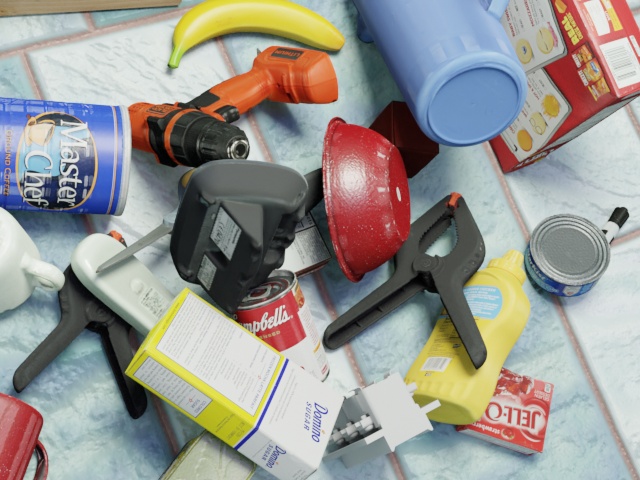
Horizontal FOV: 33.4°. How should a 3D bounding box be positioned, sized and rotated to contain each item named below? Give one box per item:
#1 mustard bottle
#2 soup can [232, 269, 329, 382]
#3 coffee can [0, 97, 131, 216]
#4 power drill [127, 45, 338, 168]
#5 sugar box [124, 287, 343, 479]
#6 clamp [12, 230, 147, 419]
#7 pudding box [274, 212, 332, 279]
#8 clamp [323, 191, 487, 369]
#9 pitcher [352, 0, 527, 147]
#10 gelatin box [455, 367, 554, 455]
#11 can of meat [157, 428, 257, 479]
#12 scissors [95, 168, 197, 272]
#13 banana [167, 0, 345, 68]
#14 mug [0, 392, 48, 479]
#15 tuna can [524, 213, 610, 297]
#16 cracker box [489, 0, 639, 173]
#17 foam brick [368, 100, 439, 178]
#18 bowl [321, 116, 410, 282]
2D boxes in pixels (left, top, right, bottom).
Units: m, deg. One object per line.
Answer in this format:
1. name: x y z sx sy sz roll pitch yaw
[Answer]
1. mustard bottle: 0.155 0.088 1.054 0.058 0.096 0.191 43 63 -25
2. soup can: -0.038 0.087 0.983 0.068 0.069 0.102 -30 113 -24
3. coffee can: -0.248 -0.076 0.961 0.140 0.103 0.103 2 73 -18
4. power drill: -0.075 -0.125 1.007 0.187 0.185 0.057 -29 121 -31
5. sugar box: -0.070 0.125 0.915 0.176 0.048 0.093 38 37 -9
6. clamp: -0.195 0.078 0.968 0.120 0.039 0.171 29 63 -24
7. pudding box: -0.057 0.001 1.039 0.113 0.039 0.090 -21 80 -26
8. clamp: 0.116 0.039 1.051 0.165 0.036 0.209 12 54 31
9. pitcher: 0.123 -0.212 1.049 0.145 0.149 0.243 -10 45 -6
10. gelatin box: 0.187 0.169 1.077 0.089 0.030 0.073 20 69 -12
11. can of meat: -0.110 0.215 0.930 0.057 0.084 0.102 41 65 -4
12. scissors: -0.140 -0.027 0.991 0.201 0.016 0.096 -23 39 -31
13. banana: -0.071 -0.221 1.105 0.197 0.037 0.069 -11 96 -20
14. mug: -0.273 0.177 0.890 0.117 0.093 0.081 39 56 -39
15. tuna can: 0.261 0.016 1.134 0.086 0.034 0.086 1 61 -3
16. cracker box: 0.234 -0.186 1.100 0.072 0.214 0.164 -20 81 -25
17. foam brick: 0.084 -0.103 1.098 0.051 0.078 0.053 6 72 -16
18. bowl: 0.050 -0.042 1.021 0.055 0.162 0.162 -6 73 17
